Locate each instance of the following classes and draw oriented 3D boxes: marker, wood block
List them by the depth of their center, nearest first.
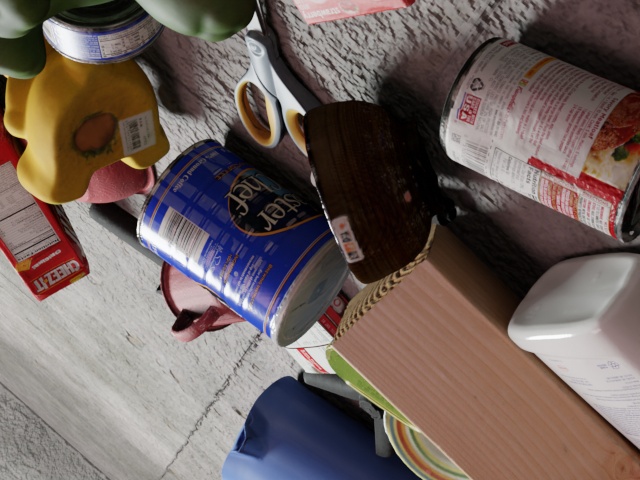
[{"bbox_3d":[0.116,0.096,0.703,0.206,0.091,0.090,44,-161,-4],"label":"wood block"},{"bbox_3d":[0.042,-0.032,0.724,0.121,0.020,0.020,19,148,41],"label":"marker"}]

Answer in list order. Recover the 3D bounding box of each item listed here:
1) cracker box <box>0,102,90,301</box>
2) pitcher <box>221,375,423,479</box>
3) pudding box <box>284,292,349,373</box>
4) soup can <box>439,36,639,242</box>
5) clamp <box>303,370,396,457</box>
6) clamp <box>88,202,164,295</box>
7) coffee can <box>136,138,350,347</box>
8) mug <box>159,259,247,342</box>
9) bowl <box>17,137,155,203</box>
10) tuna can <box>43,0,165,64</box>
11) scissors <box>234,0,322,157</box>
[{"bbox_3d":[-0.326,-0.066,1.100,0.164,0.072,0.213,55,170,41],"label":"cracker box"},{"bbox_3d":[0.033,0.253,1.105,0.243,0.149,0.145,28,137,21],"label":"pitcher"},{"bbox_3d":[-0.004,0.077,0.954,0.090,0.039,0.114,49,153,-15],"label":"pudding box"},{"bbox_3d":[0.118,-0.051,0.519,0.102,0.068,0.068,29,153,28],"label":"soup can"},{"bbox_3d":[0.046,0.138,0.981,0.120,0.039,0.172,36,150,2],"label":"clamp"},{"bbox_3d":[-0.130,0.029,1.054,0.210,0.036,0.164,18,156,40],"label":"clamp"},{"bbox_3d":[-0.055,0.001,0.824,0.140,0.102,0.103,35,155,16],"label":"coffee can"},{"bbox_3d":[-0.088,0.040,0.929,0.093,0.117,0.082,48,151,-19],"label":"mug"},{"bbox_3d":[-0.233,-0.088,1.004,0.162,0.055,0.162,34,154,18],"label":"bowl"},{"bbox_3d":[-0.146,-0.161,0.711,0.086,0.086,0.034,34,154,18],"label":"tuna can"},{"bbox_3d":[-0.023,-0.114,0.690,0.096,0.016,0.202,34,155,13],"label":"scissors"}]
